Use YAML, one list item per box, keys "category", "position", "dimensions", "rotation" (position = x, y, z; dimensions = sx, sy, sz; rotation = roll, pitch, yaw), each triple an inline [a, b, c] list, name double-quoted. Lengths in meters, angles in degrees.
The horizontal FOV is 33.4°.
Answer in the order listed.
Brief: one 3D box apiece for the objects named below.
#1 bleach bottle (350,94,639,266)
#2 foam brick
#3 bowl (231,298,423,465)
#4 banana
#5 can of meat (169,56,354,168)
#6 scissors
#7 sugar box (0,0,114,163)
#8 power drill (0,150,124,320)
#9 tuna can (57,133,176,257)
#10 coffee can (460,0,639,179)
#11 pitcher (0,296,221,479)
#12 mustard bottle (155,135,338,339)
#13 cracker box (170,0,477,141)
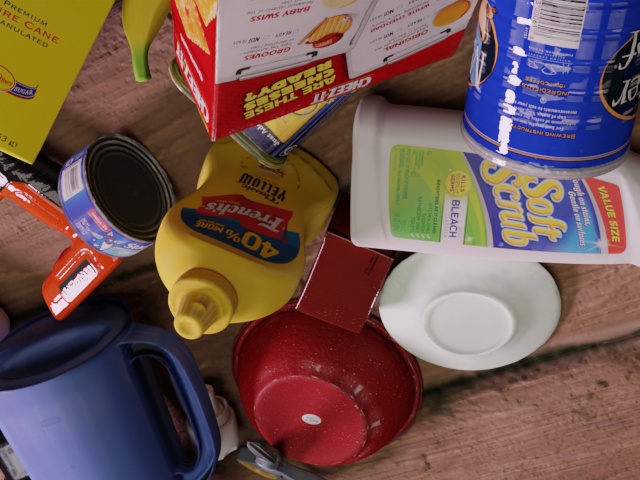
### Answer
- category: "bleach bottle"
  position: [0.147, -0.036, 0.692]
  dimensions: [0.251, 0.068, 0.102]
  rotation: [4, 115, 8]
- category: "foam brick"
  position: [0.022, 0.017, 0.772]
  dimensions: [0.053, 0.051, 0.078]
  rotation: [23, 126, 0]
- category: "bowl"
  position: [-0.002, 0.126, 0.849]
  dimensions: [0.162, 0.055, 0.162]
  rotation: [8, 124, 11]
- category: "banana"
  position: [-0.067, -0.186, 0.669]
  dimensions: [0.198, 0.037, 0.069]
  rotation: [-40, 89, 29]
- category: "can of meat"
  position: [-0.033, -0.112, 0.701]
  dimensions: [0.102, 0.057, 0.084]
  rotation: [42, 122, -13]
- category: "scissors"
  position: [-0.024, 0.181, 0.843]
  dimensions: [0.096, 0.016, 0.202]
  rotation: [23, 164, -4]
- category: "sugar box"
  position: [-0.183, -0.147, 0.661]
  dimensions: [0.093, 0.048, 0.176]
  rotation: [25, 95, -27]
- category: "power drill"
  position: [-0.243, -0.027, 0.819]
  dimensions: [0.187, 0.057, 0.185]
  rotation: [43, 124, -13]
- category: "tuna can"
  position: [-0.146, -0.032, 0.770]
  dimensions: [0.034, 0.086, 0.086]
  rotation: [-28, 111, 32]
- category: "coffee can"
  position: [0.140, -0.120, 0.614]
  dimensions: [0.103, 0.102, 0.140]
  rotation: [10, 124, 10]
- category: "pitcher"
  position: [-0.163, 0.175, 0.866]
  dimensions: [0.149, 0.144, 0.243]
  rotation: [17, 133, 56]
- category: "mustard bottle"
  position: [-0.054, 0.000, 0.697]
  dimensions: [0.096, 0.191, 0.058]
  rotation: [24, 126, 0]
- category: "cracker box"
  position: [0.007, -0.151, 0.550]
  dimensions: [0.164, 0.072, 0.214]
  rotation: [-21, 163, -13]
